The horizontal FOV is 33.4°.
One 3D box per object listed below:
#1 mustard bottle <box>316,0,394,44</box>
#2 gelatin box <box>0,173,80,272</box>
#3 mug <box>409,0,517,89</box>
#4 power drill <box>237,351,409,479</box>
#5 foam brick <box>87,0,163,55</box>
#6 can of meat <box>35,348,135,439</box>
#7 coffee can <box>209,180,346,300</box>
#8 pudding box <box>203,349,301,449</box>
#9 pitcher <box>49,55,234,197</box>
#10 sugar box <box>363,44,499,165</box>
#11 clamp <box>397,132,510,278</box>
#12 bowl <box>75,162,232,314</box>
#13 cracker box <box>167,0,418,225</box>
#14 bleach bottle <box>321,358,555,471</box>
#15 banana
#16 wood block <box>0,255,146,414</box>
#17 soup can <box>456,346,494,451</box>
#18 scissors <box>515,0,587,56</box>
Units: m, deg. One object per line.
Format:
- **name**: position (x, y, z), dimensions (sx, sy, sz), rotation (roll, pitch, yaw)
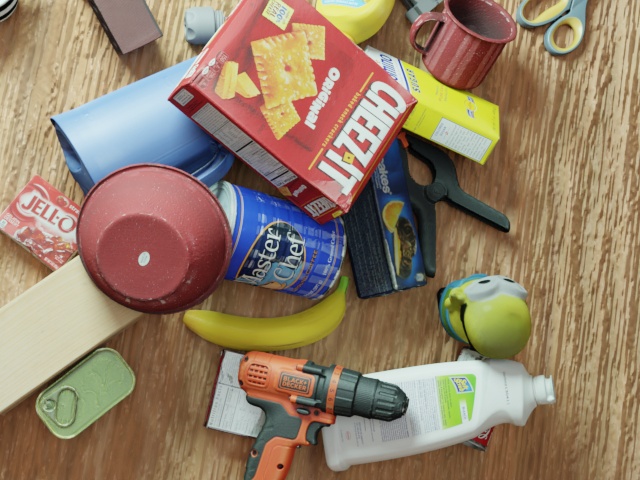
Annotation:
- **mustard bottle**: position (0.047, -0.292, 1.244), dimensions (0.096, 0.058, 0.191), rotation (16, 78, 37)
- **gelatin box**: position (-0.301, -0.018, 1.177), dimensions (0.089, 0.030, 0.073), rotation (38, 78, -4)
- **mug**: position (0.159, -0.232, 1.241), dimensions (0.117, 0.082, 0.093), rotation (7, 47, -22)
- **power drill**: position (-0.011, 0.221, 1.126), dimensions (0.184, 0.057, 0.187), rotation (11, 85, 12)
- **foam brick**: position (-0.221, -0.254, 1.197), dimensions (0.051, 0.053, 0.078), rotation (-32, 111, -12)
- **can of meat**: position (-0.248, 0.162, 1.135), dimensions (0.102, 0.084, 0.057), rotation (-39, 91, -12)
- **coffee can**: position (-0.058, 0.001, 1.156), dimensions (0.140, 0.103, 0.103), rotation (15, 80, -27)
- **pudding box**: position (-0.066, 0.177, 1.189), dimensions (0.113, 0.039, 0.090), rotation (15, 83, -5)
- **pitcher**: position (-0.155, -0.119, 1.163), dimensions (0.242, 0.145, 0.149), rotation (-29, 94, -15)
- **sugar box**: position (0.120, -0.159, 1.236), dimensions (0.176, 0.093, 0.048), rotation (26, 121, -8)
- **clamp**: position (0.128, -0.044, 1.251), dimensions (0.120, 0.039, 0.171), rotation (-39, 84, -17)
- **bowl**: position (-0.170, 0.008, 1.057), dimensions (0.162, 0.055, 0.162), rotation (1, 108, 4)
- **cracker box**: position (-0.024, -0.147, 1.112), dimensions (0.213, 0.072, 0.164), rotation (39, 67, -14)
- **bleach bottle**: position (0.128, 0.185, 1.156), dimensions (0.251, 0.068, 0.102), rotation (-10, 81, 15)
- **banana**: position (-0.053, 0.093, 1.205), dimensions (0.197, 0.037, 0.070), rotation (-11, 55, -14)
- **wood block**: position (-0.279, 0.089, 1.137), dimensions (0.206, 0.090, 0.091), rotation (-36, 90, -13)
- **soup can**: position (0.175, 0.180, 1.215), dimensions (0.068, 0.068, 0.102), rotation (25, 79, -6)
- **scissors**: position (0.339, -0.297, 1.331), dimensions (0.201, 0.016, 0.096), rotation (-23, 89, -12)
